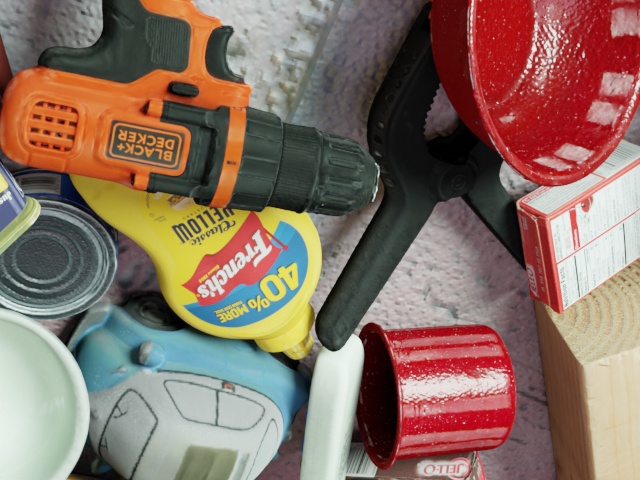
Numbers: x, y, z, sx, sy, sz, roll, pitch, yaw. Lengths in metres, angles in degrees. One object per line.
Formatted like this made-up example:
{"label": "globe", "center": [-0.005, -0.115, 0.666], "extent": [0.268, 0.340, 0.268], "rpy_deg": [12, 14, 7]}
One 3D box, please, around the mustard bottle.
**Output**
{"label": "mustard bottle", "center": [-0.054, 0.001, 0.612], "extent": [0.096, 0.058, 0.191], "rpy_deg": [-30, 125, 3]}

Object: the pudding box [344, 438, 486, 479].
{"label": "pudding box", "center": [0.062, 0.181, 0.742], "extent": [0.114, 0.039, 0.090], "rpy_deg": [-1, 129, 26]}

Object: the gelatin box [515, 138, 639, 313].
{"label": "gelatin box", "center": [0.162, -0.009, 0.648], "extent": [0.089, 0.030, 0.073], "rpy_deg": [-31, 127, -19]}

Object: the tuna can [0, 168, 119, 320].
{"label": "tuna can", "center": [-0.158, 0.003, 0.608], "extent": [0.086, 0.034, 0.086], "rpy_deg": [-5, 124, -8]}

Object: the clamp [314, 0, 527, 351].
{"label": "clamp", "center": [0.079, -0.038, 0.619], "extent": [0.164, 0.036, 0.210], "rpy_deg": [-9, 120, -25]}

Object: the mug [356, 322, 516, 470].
{"label": "mug", "center": [0.070, 0.101, 0.694], "extent": [0.081, 0.093, 0.117], "rpy_deg": [-3, 155, -15]}

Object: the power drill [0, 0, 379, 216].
{"label": "power drill", "center": [-0.046, -0.108, 0.501], "extent": [0.184, 0.057, 0.188], "rpy_deg": [9, 99, -16]}

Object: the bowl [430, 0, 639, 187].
{"label": "bowl", "center": [0.106, -0.110, 0.543], "extent": [0.161, 0.055, 0.162], "rpy_deg": [-11, 106, -43]}
